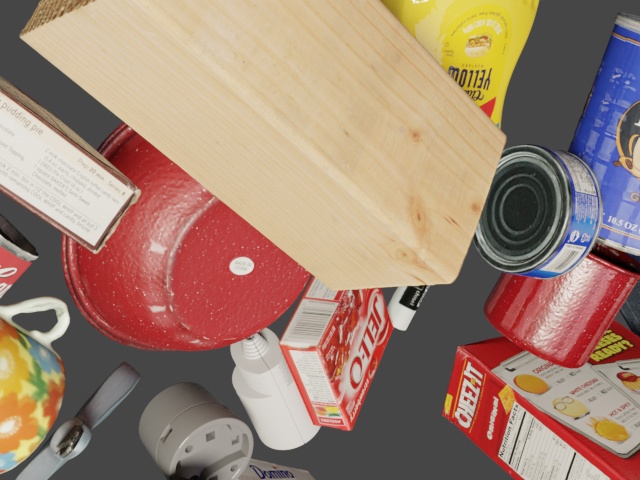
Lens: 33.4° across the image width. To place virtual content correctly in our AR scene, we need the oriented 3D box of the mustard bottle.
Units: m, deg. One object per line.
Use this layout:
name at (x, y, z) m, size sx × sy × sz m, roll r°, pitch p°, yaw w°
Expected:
mustard bottle at (0.063, -0.069, 0.624) m, size 0.096 × 0.058 × 0.192 m, roll -4°, pitch 117°, yaw -34°

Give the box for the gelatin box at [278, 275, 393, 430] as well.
gelatin box at (0.013, 0.057, 0.648) m, size 0.089 × 0.030 × 0.073 m, roll -62°, pitch 144°, yaw -42°

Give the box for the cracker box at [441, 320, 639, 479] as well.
cracker box at (0.217, 0.143, 0.756) m, size 0.163 × 0.214 × 0.072 m, roll -7°, pitch 120°, yaw -35°

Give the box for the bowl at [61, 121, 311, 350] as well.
bowl at (-0.054, 0.001, 0.575) m, size 0.161 × 0.055 × 0.162 m, roll -18°, pitch 124°, yaw -28°

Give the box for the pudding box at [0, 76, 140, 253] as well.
pudding box at (-0.142, -0.049, 0.454) m, size 0.039 × 0.090 × 0.113 m, roll -53°, pitch 134°, yaw -1°

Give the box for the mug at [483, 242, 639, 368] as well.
mug at (0.170, 0.033, 0.754) m, size 0.081 × 0.093 × 0.117 m, roll -63°, pitch 170°, yaw 15°

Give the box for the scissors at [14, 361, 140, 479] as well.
scissors at (-0.110, 0.083, 0.520) m, size 0.016 × 0.202 × 0.096 m, roll 43°, pitch 59°, yaw -4°

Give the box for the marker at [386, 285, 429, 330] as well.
marker at (0.076, 0.003, 0.702) m, size 0.020 × 0.020 × 0.121 m, roll 21°, pitch 101°, yaw -43°

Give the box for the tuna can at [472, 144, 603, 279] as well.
tuna can at (0.137, -0.019, 0.690) m, size 0.033 × 0.086 × 0.086 m, roll 8°, pitch 109°, yaw -39°

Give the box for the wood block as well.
wood block at (-0.017, -0.070, 0.492) m, size 0.205 × 0.091 × 0.090 m, roll 40°, pitch 61°, yaw -31°
